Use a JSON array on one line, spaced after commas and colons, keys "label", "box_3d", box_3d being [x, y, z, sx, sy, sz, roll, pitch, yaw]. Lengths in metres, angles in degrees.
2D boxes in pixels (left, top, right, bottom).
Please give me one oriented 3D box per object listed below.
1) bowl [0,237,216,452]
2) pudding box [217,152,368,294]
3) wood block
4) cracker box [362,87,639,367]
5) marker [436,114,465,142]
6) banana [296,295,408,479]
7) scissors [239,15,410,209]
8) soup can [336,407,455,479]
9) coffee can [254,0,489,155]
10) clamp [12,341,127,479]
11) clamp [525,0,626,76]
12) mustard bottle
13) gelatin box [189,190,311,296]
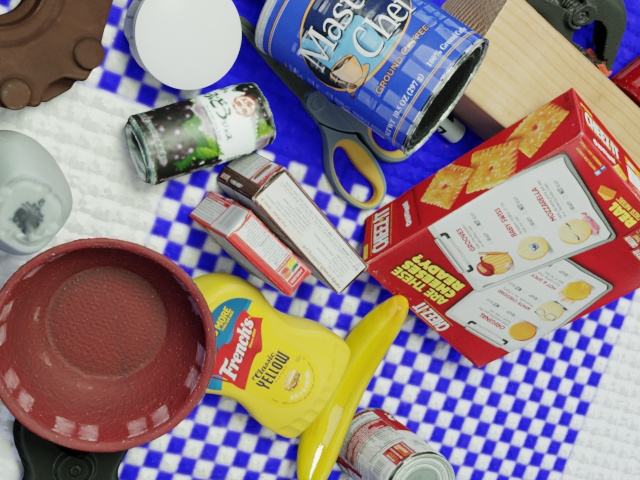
[{"label": "bowl", "box_3d": [-0.157, 0.069, 0.776, 0.162, 0.055, 0.162, -2, 105, -7]}, {"label": "pudding box", "box_3d": [-0.023, -0.016, 0.840, 0.039, 0.090, 0.113, -47, 117, -7]}, {"label": "wood block", "box_3d": [0.183, -0.118, 0.909, 0.205, 0.091, 0.090, 34, 88, -28]}, {"label": "cracker box", "box_3d": [0.166, -0.003, 0.883, 0.214, 0.072, 0.164, -32, 122, 29]}, {"label": "marker", "box_3d": [0.076, -0.122, 0.898, 0.121, 0.020, 0.020, 35, 87, -28]}, {"label": "banana", "box_3d": [0.023, 0.133, 0.912, 0.037, 0.070, 0.198, 21, 93, -27]}, {"label": "scissors", "box_3d": [0.013, -0.118, 0.873, 0.096, 0.016, 0.201, -35, 115, -15]}, {"label": "soup can", "box_3d": [0.063, 0.195, 0.928, 0.068, 0.102, 0.068, -6, 105, -24]}, {"label": "coffee can", "box_3d": [0.037, -0.144, 0.785, 0.140, 0.103, 0.103, 37, 85, 10]}, {"label": "clamp", "box_3d": [-0.205, 0.180, 0.836, 0.164, 0.036, 0.210, -4, 102, -22]}, {"label": "clamp", "box_3d": [0.205, -0.199, 0.910, 0.120, 0.039, 0.171, -19, 134, 9]}, {"label": "mustard bottle", "box_3d": [-0.072, 0.081, 0.860, 0.191, 0.058, 0.096, 33, 93, -28]}, {"label": "gelatin box", "box_3d": [-0.056, 0.001, 0.829, 0.030, 0.089, 0.073, -49, 118, -8]}]
